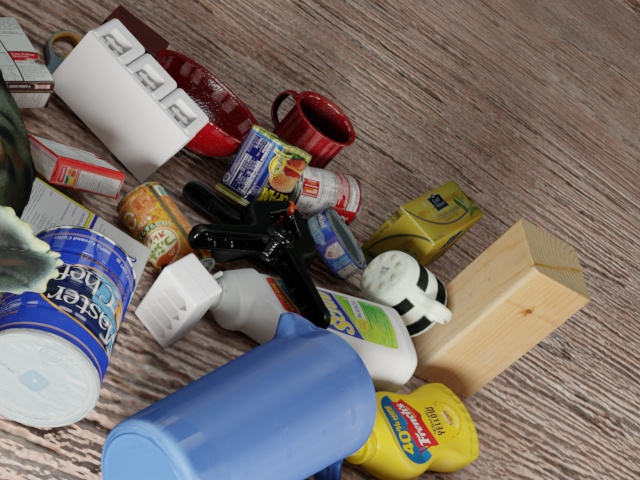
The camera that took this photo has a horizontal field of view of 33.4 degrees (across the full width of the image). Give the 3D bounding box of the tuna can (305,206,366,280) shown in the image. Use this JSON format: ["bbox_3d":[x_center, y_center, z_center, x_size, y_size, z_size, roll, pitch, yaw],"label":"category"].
[{"bbox_3d":[0.018,0.004,1.267,0.086,0.034,0.086,55,12,-17],"label":"tuna can"}]

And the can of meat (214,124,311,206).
[{"bbox_3d":[-0.063,-0.078,1.218,0.057,0.084,0.102,32,6,22],"label":"can of meat"}]

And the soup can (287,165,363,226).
[{"bbox_3d":[-0.006,-0.058,1.308,0.102,0.069,0.068,12,43,-40],"label":"soup can"}]

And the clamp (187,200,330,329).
[{"bbox_3d":[-0.057,0.001,1.117,0.164,0.036,0.210,34,22,-14],"label":"clamp"}]

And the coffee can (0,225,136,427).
[{"bbox_3d":[-0.218,0.069,0.887,0.102,0.103,0.140,32,33,-18],"label":"coffee can"}]

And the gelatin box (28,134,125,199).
[{"bbox_3d":[-0.246,-0.072,1.057,0.073,0.030,0.089,15,9,-39],"label":"gelatin box"}]

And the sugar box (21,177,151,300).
[{"bbox_3d":[-0.250,0.000,0.989,0.176,0.048,0.093,37,32,-16],"label":"sugar box"}]

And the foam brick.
[{"bbox_3d":[-0.230,-0.233,1.278,0.078,0.051,0.053,37,31,-11],"label":"foam brick"}]

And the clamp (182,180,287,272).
[{"bbox_3d":[-0.080,-0.010,1.199,0.171,0.039,0.120,17,39,-48],"label":"clamp"}]

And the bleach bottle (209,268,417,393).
[{"bbox_3d":[-0.020,0.089,1.126,0.250,0.068,0.102,18,34,-32],"label":"bleach bottle"}]

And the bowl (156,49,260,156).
[{"bbox_3d":[-0.144,-0.150,1.256,0.162,0.055,0.162,39,19,-16],"label":"bowl"}]

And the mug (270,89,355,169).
[{"bbox_3d":[-0.023,-0.140,1.373,0.117,0.082,0.093,52,33,13],"label":"mug"}]

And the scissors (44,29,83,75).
[{"bbox_3d":[-0.284,-0.171,1.179,0.096,0.016,0.201,32,34,-19],"label":"scissors"}]

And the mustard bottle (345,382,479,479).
[{"bbox_3d":[0.083,0.203,1.112,0.191,0.058,0.096,1,56,-47],"label":"mustard bottle"}]

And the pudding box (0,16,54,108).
[{"bbox_3d":[-0.338,-0.185,1.099,0.089,0.039,0.113,-9,51,-43],"label":"pudding box"}]

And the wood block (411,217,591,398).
[{"bbox_3d":[0.202,0.083,1.245,0.090,0.206,0.090,27,36,-26],"label":"wood block"}]

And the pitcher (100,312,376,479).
[{"bbox_3d":[-0.066,0.177,0.924,0.149,0.145,0.242,42,33,20],"label":"pitcher"}]
